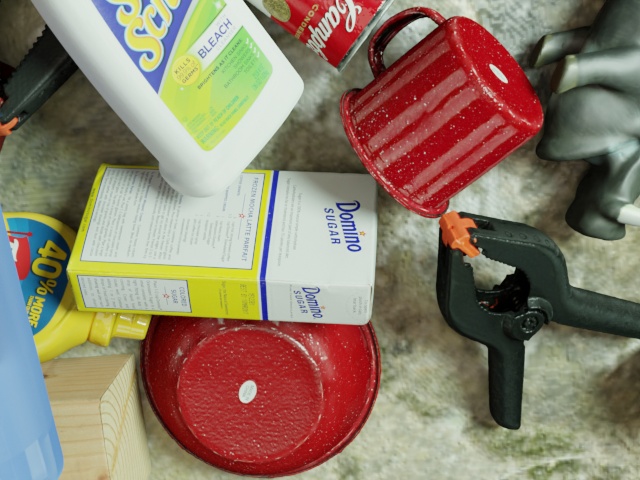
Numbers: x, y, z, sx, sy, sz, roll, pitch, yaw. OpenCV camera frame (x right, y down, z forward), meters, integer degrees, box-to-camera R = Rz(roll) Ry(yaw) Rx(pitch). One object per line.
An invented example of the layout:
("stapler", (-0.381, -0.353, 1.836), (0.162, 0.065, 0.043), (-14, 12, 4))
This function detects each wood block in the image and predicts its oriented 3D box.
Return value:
("wood block", (-0.225, 0.135, 0.690), (0.206, 0.091, 0.090), (-5, 103, 5))

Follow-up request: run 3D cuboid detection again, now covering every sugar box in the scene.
("sugar box", (-0.054, 0.001, 0.644), (0.176, 0.093, 0.048), (5, 139, 2))

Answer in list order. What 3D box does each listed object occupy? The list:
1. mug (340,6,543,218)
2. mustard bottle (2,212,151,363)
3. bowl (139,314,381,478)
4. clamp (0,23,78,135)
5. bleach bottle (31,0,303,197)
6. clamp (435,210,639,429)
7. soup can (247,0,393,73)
("mug", (0.067, -0.083, 0.613), (0.082, 0.093, 0.117), (-38, 63, 29))
("mustard bottle", (-0.200, 0.026, 0.668), (0.191, 0.058, 0.096), (18, 69, -7))
("bowl", (-0.042, 0.089, 0.685), (0.162, 0.055, 0.162), (1, 103, 4))
("clamp", (-0.176, -0.168, 0.617), (0.164, 0.036, 0.210), (17, 85, 3))
("bleach bottle", (-0.115, -0.140, 0.565), (0.102, 0.068, 0.250), (-51, 126, -14))
("clamp", (0.132, 0.038, 0.646), (0.120, 0.039, 0.171), (-33, 128, 1))
("soup can", (-0.008, -0.154, 0.615), (0.102, 0.068, 0.068), (37, 103, -4))
